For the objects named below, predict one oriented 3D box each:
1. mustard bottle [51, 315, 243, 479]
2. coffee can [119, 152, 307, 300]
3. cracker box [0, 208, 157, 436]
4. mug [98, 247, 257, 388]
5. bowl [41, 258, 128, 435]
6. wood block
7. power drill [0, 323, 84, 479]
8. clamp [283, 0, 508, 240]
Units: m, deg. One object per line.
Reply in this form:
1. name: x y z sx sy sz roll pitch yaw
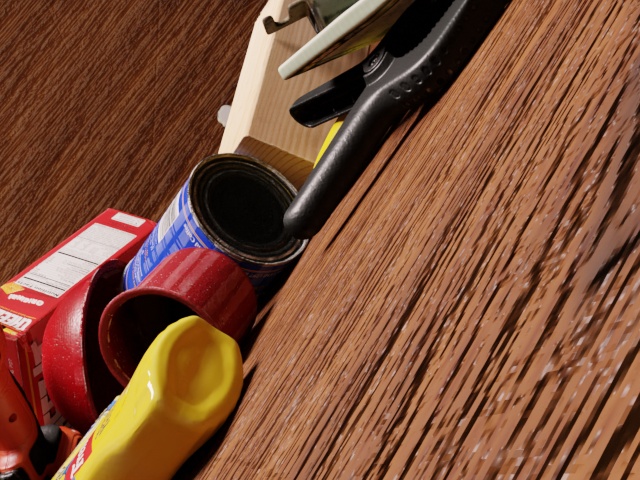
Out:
1. mustard bottle: -0.120 0.136 0.635 0.192 0.058 0.096 -52 11 27
2. coffee can: -0.086 0.013 0.842 0.141 0.103 0.102 -48 8 43
3. cracker box: -0.225 0.093 0.994 0.213 0.072 0.164 -46 -36 -50
4. mug: -0.099 0.064 0.743 0.117 0.093 0.081 -55 0 30
5. bowl: -0.183 0.098 0.878 0.055 0.162 0.162 -8 21 13
6. wood block: -0.021 -0.124 0.916 0.090 0.090 0.206 -49 24 50
7. power drill: -0.241 0.170 0.807 0.057 0.187 0.184 -14 33 8
8. clamp: 0.044 -0.111 0.719 0.210 0.036 0.164 -46 25 20
